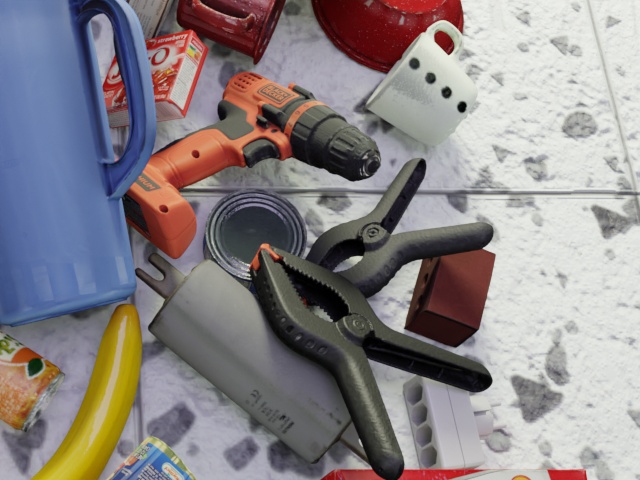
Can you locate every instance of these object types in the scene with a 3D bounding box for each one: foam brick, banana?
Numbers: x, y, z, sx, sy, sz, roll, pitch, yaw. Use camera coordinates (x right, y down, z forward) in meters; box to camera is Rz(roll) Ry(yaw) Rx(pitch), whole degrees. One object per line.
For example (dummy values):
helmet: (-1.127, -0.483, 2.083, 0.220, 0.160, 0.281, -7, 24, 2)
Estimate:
foam brick: (0.112, 0.044, 0.924, 0.051, 0.053, 0.078, 21, 62, -7)
banana: (-0.176, 0.140, 0.792, 0.037, 0.069, 0.197, 9, 51, 27)

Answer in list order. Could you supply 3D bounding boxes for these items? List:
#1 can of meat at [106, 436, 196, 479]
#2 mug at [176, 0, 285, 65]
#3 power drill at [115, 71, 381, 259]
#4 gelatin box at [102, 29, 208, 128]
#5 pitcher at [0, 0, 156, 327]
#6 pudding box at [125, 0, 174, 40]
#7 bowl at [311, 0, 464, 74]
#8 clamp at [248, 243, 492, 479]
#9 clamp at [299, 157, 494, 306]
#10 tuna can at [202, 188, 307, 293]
can of meat: (-0.137, 0.194, 0.757, 0.057, 0.102, 0.083, 43, 60, 4)
mug: (-0.081, -0.211, 0.951, 0.081, 0.093, 0.117, 22, 30, -1)
power drill: (-0.068, -0.061, 0.874, 0.187, 0.057, 0.185, -33, 42, -25)
gelatin box: (-0.146, -0.137, 0.910, 0.030, 0.089, 0.073, 44, 53, -45)
pitcher: (-0.206, -0.065, 0.803, 0.144, 0.149, 0.243, -13, 89, -31)
pudding box: (-0.139, -0.235, 0.936, 0.039, 0.114, 0.090, 24, 62, -9)
bowl: (0.074, -0.244, 1.037, 0.162, 0.055, 0.162, 6, 66, -14)
clamp: (0.031, 0.077, 0.829, 0.210, 0.036, 0.164, 45, 36, 20)
clamp: (0.049, -0.005, 0.916, 0.171, 0.039, 0.120, -24, 40, -3)
tuna can: (-0.056, 0.001, 0.899, 0.086, 0.034, 0.086, 5, 64, -10)
